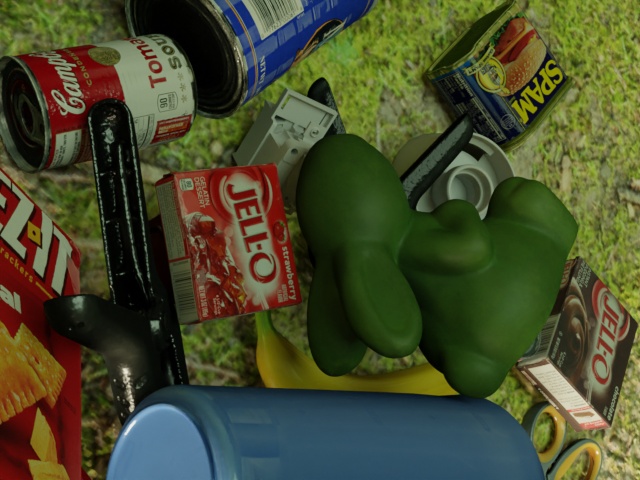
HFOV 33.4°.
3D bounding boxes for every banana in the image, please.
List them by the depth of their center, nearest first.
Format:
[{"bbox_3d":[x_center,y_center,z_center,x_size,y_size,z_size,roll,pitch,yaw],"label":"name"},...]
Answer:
[{"bbox_3d":[0.027,0.097,0.732,0.197,0.037,0.070,20,99,-37],"label":"banana"}]

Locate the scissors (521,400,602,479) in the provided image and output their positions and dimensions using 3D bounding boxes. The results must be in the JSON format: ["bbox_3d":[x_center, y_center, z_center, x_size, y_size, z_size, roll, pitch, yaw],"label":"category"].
[{"bbox_3d":[0.151,0.199,0.828,0.201,0.016,0.096,-28,98,-36],"label":"scissors"}]

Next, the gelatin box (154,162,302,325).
[{"bbox_3d":[-0.054,0.001,0.636,0.073,0.030,0.089,-8,87,-36],"label":"gelatin box"}]

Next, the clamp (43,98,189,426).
[{"bbox_3d":[-0.104,0.050,0.586,0.164,0.036,0.210,-89,172,-54],"label":"clamp"}]

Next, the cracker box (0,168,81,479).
[{"bbox_3d":[-0.178,0.038,0.484,0.164,0.072,0.214,55,14,-40],"label":"cracker box"}]

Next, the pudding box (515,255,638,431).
[{"bbox_3d":[0.209,0.083,0.864,0.090,0.039,0.113,45,53,-21],"label":"pudding box"}]

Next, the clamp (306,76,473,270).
[{"bbox_3d":[0.045,-0.025,0.750,0.120,0.039,0.171,4,91,-2],"label":"clamp"}]

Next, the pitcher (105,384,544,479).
[{"bbox_3d":[0.013,0.148,0.591,0.242,0.149,0.145,13,60,-43],"label":"pitcher"}]

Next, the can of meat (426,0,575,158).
[{"bbox_3d":[0.142,-0.129,0.847,0.084,0.058,0.102,52,57,-15],"label":"can of meat"}]

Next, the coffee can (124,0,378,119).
[{"bbox_3d":[-0.040,-0.158,0.691,0.140,0.103,0.103,-42,107,-32],"label":"coffee can"}]

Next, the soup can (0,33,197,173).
[{"bbox_3d":[-0.133,-0.083,0.635,0.102,0.069,0.068,-18,93,-36],"label":"soup can"}]
